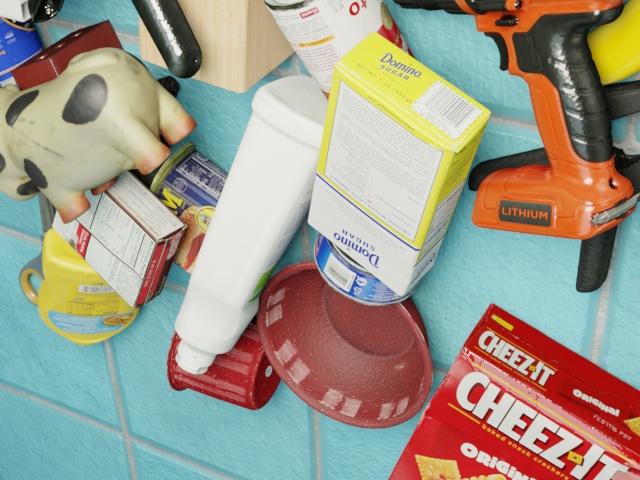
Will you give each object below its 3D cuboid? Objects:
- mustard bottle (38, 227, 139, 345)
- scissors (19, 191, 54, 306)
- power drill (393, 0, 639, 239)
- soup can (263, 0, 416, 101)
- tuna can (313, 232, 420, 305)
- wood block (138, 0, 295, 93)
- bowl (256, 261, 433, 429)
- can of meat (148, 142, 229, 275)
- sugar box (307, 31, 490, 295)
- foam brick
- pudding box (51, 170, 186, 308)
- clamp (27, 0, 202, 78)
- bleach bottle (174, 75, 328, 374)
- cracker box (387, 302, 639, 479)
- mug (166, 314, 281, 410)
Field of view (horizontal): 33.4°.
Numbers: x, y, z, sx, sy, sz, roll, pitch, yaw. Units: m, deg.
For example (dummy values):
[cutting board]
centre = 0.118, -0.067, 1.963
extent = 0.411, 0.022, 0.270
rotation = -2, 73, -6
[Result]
[mustard bottle]
centre = -0.218, 0.051, 1.013
extent = 0.096, 0.058, 0.192
rotation = 0, 150, -17
[scissors]
centre = -0.284, 0.003, 1.075
extent = 0.096, 0.016, 0.202
rotation = 7, 125, 31
[power drill]
centre = 0.119, -0.099, 0.661
extent = 0.185, 0.057, 0.187
rotation = 11, 120, 50
[soup can]
centre = 0.014, -0.140, 0.707
extent = 0.069, 0.068, 0.102
rotation = -1, 141, 35
[tuna can]
centre = 0.040, 0.006, 0.804
extent = 0.086, 0.086, 0.034
rotation = 32, 137, 11
[wood block]
centre = -0.064, -0.217, 0.710
extent = 0.090, 0.090, 0.206
rotation = 22, 132, 20
[bowl]
centre = 0.029, 0.075, 0.882
extent = 0.162, 0.055, 0.162
rotation = 17, 127, 24
[can of meat]
centre = -0.102, -0.018, 0.907
extent = 0.084, 0.057, 0.102
rotation = 35, 134, 5
[sugar box]
centre = 0.045, -0.044, 0.700
extent = 0.093, 0.048, 0.176
rotation = 39, 154, 16
[foam brick]
centre = -0.202, -0.137, 0.873
extent = 0.053, 0.078, 0.051
rotation = -7, 119, 38
[pudding box]
centre = -0.169, -0.012, 0.888
extent = 0.113, 0.039, 0.090
rotation = 42, 134, 14
[clamp]
centre = -0.152, -0.216, 0.690
extent = 0.165, 0.036, 0.210
rotation = 17, 127, 36
[bleach bottle]
centre = -0.055, 0.001, 0.809
extent = 0.068, 0.102, 0.251
rotation = 32, 115, 9
[cracker box]
centre = 0.157, 0.178, 0.861
extent = 0.164, 0.072, 0.214
rotation = 31, 133, 11
[mug]
centre = -0.078, 0.092, 0.954
extent = 0.082, 0.093, 0.117
rotation = 16, 109, 19
